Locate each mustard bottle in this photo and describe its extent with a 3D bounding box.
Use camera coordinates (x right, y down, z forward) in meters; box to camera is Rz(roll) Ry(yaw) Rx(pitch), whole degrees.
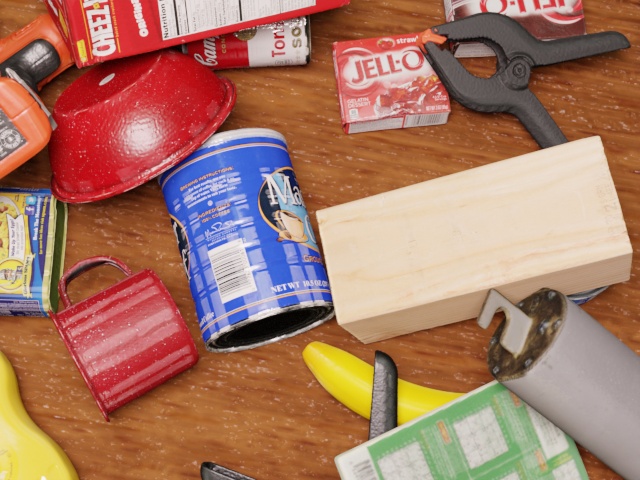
[{"bbox_3d":[-0.264,0.126,0.781,0.096,0.058,0.192,-34,77,-5],"label":"mustard bottle"}]

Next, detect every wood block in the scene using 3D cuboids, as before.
[{"bbox_3d":[0.113,0.003,0.781,0.206,0.090,0.090,-15,73,11],"label":"wood block"}]

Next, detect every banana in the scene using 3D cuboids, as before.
[{"bbox_3d":[0.083,0.118,0.805,0.197,0.037,0.069,5,52,-2],"label":"banana"}]

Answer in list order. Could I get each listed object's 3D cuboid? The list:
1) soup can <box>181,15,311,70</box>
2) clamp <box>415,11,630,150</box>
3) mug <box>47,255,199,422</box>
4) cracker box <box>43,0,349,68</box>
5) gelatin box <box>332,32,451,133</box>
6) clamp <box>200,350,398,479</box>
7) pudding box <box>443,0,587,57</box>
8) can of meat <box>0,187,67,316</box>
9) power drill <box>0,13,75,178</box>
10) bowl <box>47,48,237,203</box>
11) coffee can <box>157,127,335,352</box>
[{"bbox_3d":[-0.061,-0.173,0.866,0.102,0.068,0.068,-4,74,-2],"label":"soup can"},{"bbox_3d":[0.164,-0.141,0.854,0.171,0.039,0.120,29,83,-10],"label":"clamp"},{"bbox_3d":[-0.148,0.063,0.787,0.081,0.093,0.117,-28,72,-14],"label":"mug"},{"bbox_3d":[-0.104,-0.214,0.807,0.213,0.072,0.164,-17,41,-16],"label":"cracker box"},{"bbox_3d":[0.057,-0.130,0.876,0.089,0.030,0.073,-6,74,-3],"label":"gelatin box"},{"bbox_3d":[0.037,0.195,0.764,0.164,0.036,0.210,-40,84,5],"label":"clamp"},{"bbox_3d":[0.160,-0.202,0.895,0.113,0.039,0.090,-5,75,-2],"label":"pudding box"},{"bbox_3d":[-0.242,0.008,0.816,0.084,0.057,0.102,2,74,-3],"label":"can of meat"},{"bbox_3d":[-0.260,-0.087,0.780,0.184,0.188,0.057,-36,117,4],"label":"power drill"},{"bbox_3d":[-0.146,-0.098,0.799,0.162,0.162,0.055,-35,120,-11],"label":"bowl"},{"bbox_3d":[-0.055,0.001,0.798,0.102,0.103,0.140,-16,75,-6],"label":"coffee can"}]
